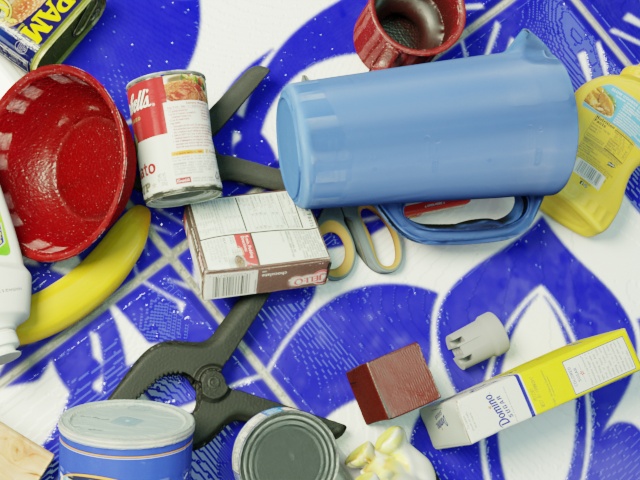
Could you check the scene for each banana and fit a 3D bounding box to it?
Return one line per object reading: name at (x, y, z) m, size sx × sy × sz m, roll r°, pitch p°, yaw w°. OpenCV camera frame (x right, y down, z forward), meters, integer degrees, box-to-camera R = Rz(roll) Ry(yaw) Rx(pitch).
banana at (-0.220, 0.038, 0.898) m, size 0.197 × 0.037 × 0.069 m, roll -27°, pitch 86°, yaw -18°

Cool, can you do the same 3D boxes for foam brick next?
foam brick at (0.062, 0.125, 0.925) m, size 0.051 × 0.078 × 0.053 m, roll -20°, pitch 83°, yaw -16°

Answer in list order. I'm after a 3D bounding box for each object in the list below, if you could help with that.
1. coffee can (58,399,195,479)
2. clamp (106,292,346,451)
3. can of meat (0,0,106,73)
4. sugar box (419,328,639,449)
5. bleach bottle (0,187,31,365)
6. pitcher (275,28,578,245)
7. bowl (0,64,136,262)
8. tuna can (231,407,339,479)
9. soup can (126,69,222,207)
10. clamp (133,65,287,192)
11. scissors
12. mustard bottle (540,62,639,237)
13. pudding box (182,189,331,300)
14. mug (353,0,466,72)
coffee can at (-0.151, 0.204, 0.819) m, size 0.102 × 0.103 × 0.140 m, roll 2°, pitch 98°, yaw -13°
clamp at (-0.093, 0.112, 0.912) m, size 0.209 × 0.036 × 0.164 m, roll -11°, pitch 79°, yaw -19°
can of meat at (-0.252, -0.202, 0.937) m, size 0.084 × 0.057 × 0.102 m, roll 36°, pitch 71°, yaw -1°
sugar box at (0.184, 0.131, 0.945) m, size 0.176 × 0.093 × 0.048 m, roll -17°, pitch 81°, yaw -17°
bleach bottle at (-0.300, -0.017, 0.851) m, size 0.102 × 0.068 × 0.251 m, roll -12°, pitch 71°, yaw -39°
pitcher at (0.089, -0.082, 0.928) m, size 0.242 × 0.145 × 0.149 m, roll -7°, pitch 67°, yaw -12°
bowl at (-0.208, -0.062, 0.890) m, size 0.162 × 0.055 × 0.162 m, roll -1°, pitch 87°, yaw 30°
tuna can at (-0.030, 0.182, 0.885) m, size 0.086 × 0.034 × 0.086 m, roll 1°, pitch 88°, yaw -18°
soup can at (-0.122, -0.084, 0.896) m, size 0.068 × 0.069 × 0.102 m, roll -8°, pitch 83°, yaw -15°
clamp at (-0.103, -0.091, 0.955) m, size 0.171 × 0.039 × 0.120 m, roll -9°, pitch 78°, yaw -16°
scissors at (0.002, -0.049, 0.983) m, size 0.096 × 0.016 × 0.202 m, roll -32°, pitch 86°, yaw -18°
mustard bottle at (0.278, -0.103, 1.041) m, size 0.096 × 0.058 × 0.191 m, roll 37°, pitch 72°, yaw -2°
pudding box at (-0.056, 0.001, 0.927) m, size 0.113 × 0.039 × 0.090 m, roll -6°, pitch 47°, yaw -17°
mug at (0.074, -0.192, 0.999) m, size 0.093 × 0.082 × 0.117 m, roll 29°, pitch 72°, yaw -6°
